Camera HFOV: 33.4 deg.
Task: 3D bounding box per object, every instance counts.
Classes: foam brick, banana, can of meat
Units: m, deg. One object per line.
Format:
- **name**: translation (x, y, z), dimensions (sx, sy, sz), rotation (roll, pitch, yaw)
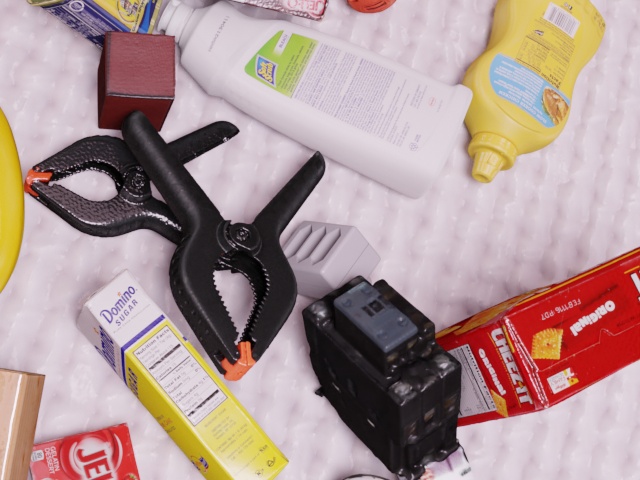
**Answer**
- **foam brick**: translation (-0.141, -0.119, 0.813), dimensions (0.051, 0.078, 0.053), rotation (1, 78, -16)
- **banana**: translation (-0.245, -0.040, 0.770), dimensions (0.070, 0.037, 0.198), rotation (-11, 74, 21)
- **can of meat**: translation (-0.166, -0.204, 0.820), dimensions (0.083, 0.058, 0.102), rotation (34, 64, -47)

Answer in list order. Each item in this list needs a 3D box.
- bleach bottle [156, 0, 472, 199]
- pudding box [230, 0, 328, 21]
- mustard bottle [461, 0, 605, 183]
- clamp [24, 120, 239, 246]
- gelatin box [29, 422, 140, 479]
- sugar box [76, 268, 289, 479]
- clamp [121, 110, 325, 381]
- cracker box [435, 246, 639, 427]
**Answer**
- **bleach bottle**: translation (-0.009, -0.131, 0.863), dimensions (0.250, 0.068, 0.102), rotation (27, 65, -4)
- **pudding box**: translation (-0.055, -0.208, 0.850), dimensions (0.113, 0.090, 0.039), rotation (12, 104, -16)
- **mustard bottle**: translation (0.172, -0.132, 0.915), dimensions (0.096, 0.058, 0.191), rotation (31, 69, -15)
- **clamp**: translation (-0.136, -0.049, 0.818), dimensions (0.171, 0.039, 0.120), rotation (13, 66, -19)
- **gelatin box**: translation (-0.163, 0.180, 0.753), dimensions (0.073, 0.030, 0.089), rotation (-11, 79, -18)
- **sugar box**: translation (-0.101, 0.107, 0.757), dimensions (0.048, 0.093, 0.176), rotation (-43, 89, -21)
- **clamp**: translation (-0.055, 0.001, 0.777), dimensions (0.164, 0.036, 0.210), rotation (3, 58, -27)
- **cracker box**: translation (0.165, 0.070, 0.776), dimensions (0.164, 0.214, 0.072), rotation (-23, 83, -20)
